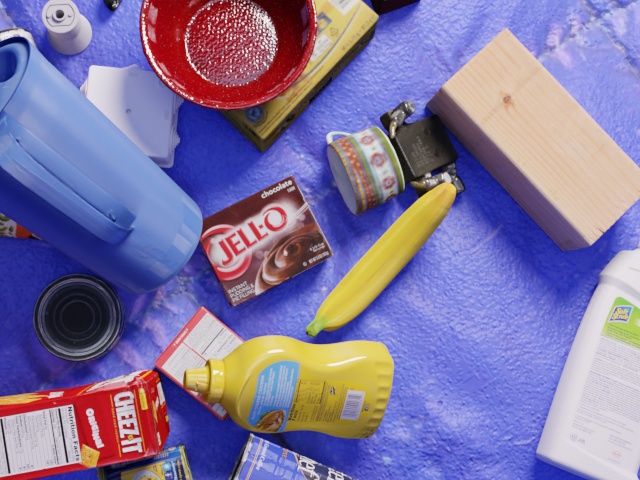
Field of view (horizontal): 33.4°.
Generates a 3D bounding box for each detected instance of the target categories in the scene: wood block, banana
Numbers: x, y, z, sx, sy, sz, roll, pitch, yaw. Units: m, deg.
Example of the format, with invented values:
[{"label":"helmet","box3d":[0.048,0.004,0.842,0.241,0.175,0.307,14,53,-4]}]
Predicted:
[{"label":"wood block","box3d":[0.212,-0.096,1.050,0.091,0.090,0.206,-43,90,-6]},{"label":"banana","box3d":[0.061,0.023,1.034,0.037,0.069,0.198,42,89,-4]}]

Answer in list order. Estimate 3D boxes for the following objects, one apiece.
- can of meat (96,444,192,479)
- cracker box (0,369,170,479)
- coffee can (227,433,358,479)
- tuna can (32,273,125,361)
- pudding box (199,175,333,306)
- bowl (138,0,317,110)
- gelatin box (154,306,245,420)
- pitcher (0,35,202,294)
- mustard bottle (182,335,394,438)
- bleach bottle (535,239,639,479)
[{"label":"can of meat","box3d":[-0.158,0.249,1.006,0.084,0.057,0.102,-13,87,-8]},{"label":"cracker box","box3d":[-0.249,0.168,0.952,0.213,0.164,0.072,-10,88,-5]},{"label":"coffee can","box3d":[-0.021,0.254,0.993,0.140,0.103,0.103,24,83,-2]},{"label":"tuna can","box3d":[-0.232,0.074,1.026,0.086,0.034,0.086,0,85,-5]},{"label":"pudding box","box3d":[-0.057,0.001,1.044,0.113,0.039,0.090,-27,87,-7]},{"label":"bowl","box3d":[-0.083,-0.192,0.985,0.162,0.055,0.162,0,82,-1]},{"label":"gelatin box","box3d":[-0.104,0.119,1.035,0.089,0.030,0.073,40,82,-2]},{"label":"pitcher","box3d":[-0.215,-0.050,0.936,0.242,0.145,0.149,42,47,-37]},{"label":"mustard bottle","box3d":[-0.033,0.136,0.998,0.191,0.058,0.096,6,118,-17]},{"label":"bleach bottle","box3d":[0.300,0.114,1.053,0.102,0.068,0.251,23,81,-3]}]
